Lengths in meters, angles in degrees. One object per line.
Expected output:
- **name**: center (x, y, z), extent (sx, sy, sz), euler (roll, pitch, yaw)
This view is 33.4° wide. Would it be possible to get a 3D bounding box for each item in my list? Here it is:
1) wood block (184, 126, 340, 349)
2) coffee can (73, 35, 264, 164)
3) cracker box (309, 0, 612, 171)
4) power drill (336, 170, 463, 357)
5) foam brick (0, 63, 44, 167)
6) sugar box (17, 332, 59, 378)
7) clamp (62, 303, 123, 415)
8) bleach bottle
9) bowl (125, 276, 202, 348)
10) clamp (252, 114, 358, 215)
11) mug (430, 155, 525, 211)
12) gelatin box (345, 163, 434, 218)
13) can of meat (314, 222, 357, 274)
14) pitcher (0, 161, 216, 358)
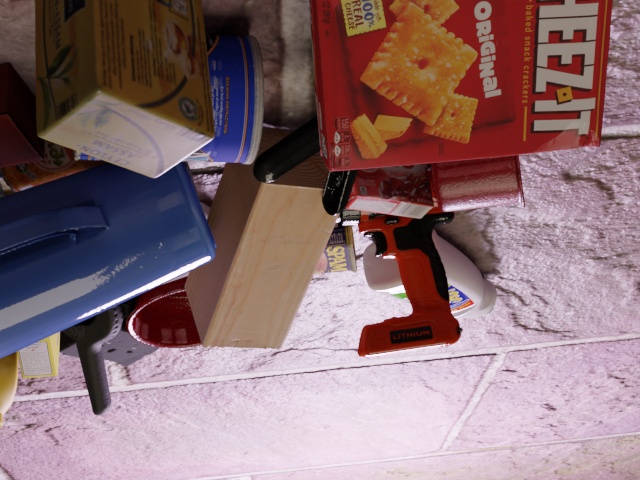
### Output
- **wood block**: center (-0.056, 0.001, 1.030), extent (0.090, 0.091, 0.206), euler (4, 129, -25)
- **coffee can**: center (-0.123, -0.112, 0.840), extent (0.140, 0.103, 0.103), euler (0, 154, -14)
- **cracker box**: center (0.101, -0.143, 0.787), extent (0.213, 0.072, 0.164), euler (-5, 121, -2)
- **power drill**: center (0.064, 0.022, 1.085), extent (0.184, 0.187, 0.057), euler (-7, 173, -2)
- **foam brick**: center (-0.268, -0.102, 0.885), extent (0.053, 0.051, 0.078), euler (-8, 155, 5)
- **sugar box**: center (-0.304, 0.061, 1.132), extent (0.048, 0.093, 0.176), euler (-1, 142, -11)
- **clamp**: center (-0.278, 0.106, 1.253), extent (0.210, 0.164, 0.036), euler (-49, 179, 36)
- **bleach bottle**: center (0.156, 0.051, 1.316), extent (0.103, 0.068, 0.250), euler (-21, 154, 29)
- **bowl**: center (-0.153, 0.070, 1.270), extent (0.162, 0.055, 0.162), euler (-9, 151, -5)
- **clamp**: center (0.028, -0.095, 0.895), extent (0.171, 0.039, 0.120), euler (-46, 151, 4)
- **mug**: center (0.151, -0.068, 1.029), extent (0.081, 0.093, 0.117), euler (-7, 157, 11)
- **gelatin box**: center (0.062, -0.064, 1.030), extent (0.089, 0.073, 0.030), euler (7, 151, -26)
- **can of meat**: center (-0.006, 0.000, 1.170), extent (0.084, 0.057, 0.102), euler (-6, 156, 3)
- **pitcher**: center (-0.216, 0.008, 0.885), extent (0.242, 0.149, 0.145), euler (-22, 123, -7)
